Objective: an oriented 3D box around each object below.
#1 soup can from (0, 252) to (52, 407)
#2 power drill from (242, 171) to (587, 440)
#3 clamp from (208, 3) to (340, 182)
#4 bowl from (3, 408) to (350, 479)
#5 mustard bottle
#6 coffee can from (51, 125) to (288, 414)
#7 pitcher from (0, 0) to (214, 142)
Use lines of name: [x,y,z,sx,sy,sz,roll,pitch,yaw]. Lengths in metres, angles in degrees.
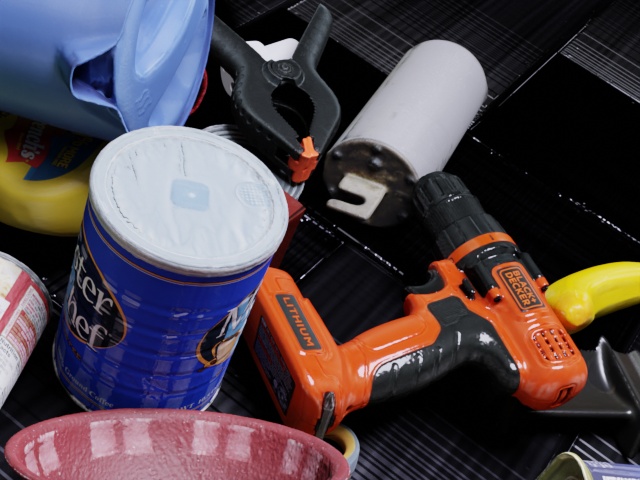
soup can: [-0.190,0.061,0.554,0.068,0.069,0.102,21,43,-3]
power drill: [0.047,0.037,0.654,0.187,0.057,0.184,-12,51,-21]
clamp: [-0.023,-0.117,0.775,0.120,0.039,0.171,-14,60,-21]
bowl: [-0.069,0.126,0.507,0.162,0.055,0.162,6,4,-1]
mustard bottle: [-0.173,-0.046,0.652,0.192,0.058,0.096,16,36,8]
coffee can: [-0.086,0.023,0.585,0.102,0.140,0.103,13,43,-13]
pitcher: [-0.188,-0.144,0.630,0.243,0.149,0.145,14,78,11]
